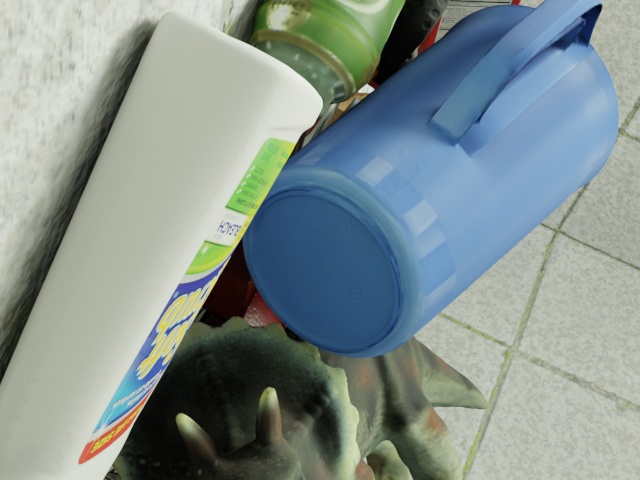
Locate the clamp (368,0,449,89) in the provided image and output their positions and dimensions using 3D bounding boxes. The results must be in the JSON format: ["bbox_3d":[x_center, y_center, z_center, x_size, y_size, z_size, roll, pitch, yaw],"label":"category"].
[{"bbox_3d":[0.076,-0.170,0.647,0.171,0.039,0.120,-60,-171,0],"label":"clamp"}]

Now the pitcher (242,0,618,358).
[{"bbox_3d":[0.070,-0.045,0.602,0.242,0.145,0.149,-39,121,-46],"label":"pitcher"}]

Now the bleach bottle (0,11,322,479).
[{"bbox_3d":[-0.086,0.033,0.452,0.251,0.068,0.102,-63,173,4],"label":"bleach bottle"}]
